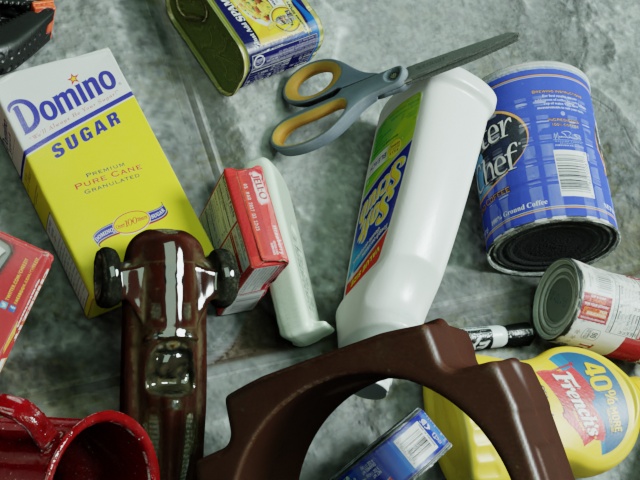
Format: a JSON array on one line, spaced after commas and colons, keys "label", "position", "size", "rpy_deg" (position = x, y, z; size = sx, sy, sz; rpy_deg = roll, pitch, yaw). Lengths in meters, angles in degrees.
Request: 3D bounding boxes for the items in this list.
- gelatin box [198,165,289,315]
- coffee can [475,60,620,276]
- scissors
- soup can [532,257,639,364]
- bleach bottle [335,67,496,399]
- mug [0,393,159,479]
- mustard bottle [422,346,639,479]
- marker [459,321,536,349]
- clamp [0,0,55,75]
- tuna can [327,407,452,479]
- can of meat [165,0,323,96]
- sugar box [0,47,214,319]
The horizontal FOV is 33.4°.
[{"label": "gelatin box", "position": [-0.055, 0.001, 0.733], "size": [0.030, 0.089, 0.073], "rpy_deg": [-7, 68, -25]}, {"label": "coffee can", "position": [0.174, -0.056, 0.847], "size": [0.102, 0.103, 0.140], "rpy_deg": [6, 63, -20]}, {"label": "scissors", "position": [0.047, -0.130, 0.811], "size": [0.016, 0.202, 0.096], "rpy_deg": [47, 20, -44]}, {"label": "soup can", "position": [0.226, 0.057, 0.830], "size": [0.102, 0.069, 0.068], "rpy_deg": [15, 60, -17]}, {"label": "bleach bottle", "position": [0.063, -0.005, 0.775], "size": [0.068, 0.103, 0.250], "rpy_deg": [27, 56, -18]}, {"label": "mug", "position": [-0.154, 0.131, 0.589], "size": [0.093, 0.082, 0.117], "rpy_deg": [-59, 136, -43]}, {"label": "mustard bottle", "position": [0.174, 0.127, 0.781], "size": [0.191, 0.058, 0.096], "rpy_deg": [-2, 61, -23]}, {"label": "marker", "position": [0.110, 0.075, 0.805], "size": [0.121, 0.020, 0.020], "rpy_deg": [-3, 66, -24]}, {"label": "clamp", "position": [-0.281, -0.145, 0.730], "size": [0.165, 0.036, 0.209], "rpy_deg": [39, 40, 21]}, {"label": "tuna can", "position": [0.043, 0.148, 0.700], "size": [0.086, 0.086, 0.034], "rpy_deg": [-33, 79, -32]}, {"label": "can of meat", "position": [-0.059, -0.174, 0.841], "size": [0.083, 0.058, 0.102], "rpy_deg": [-27, 77, -32]}, {"label": "sugar box", "position": [-0.154, -0.044, 0.741], "size": [0.093, 0.048, 0.176], "rpy_deg": [-22, 76, -27]}]
